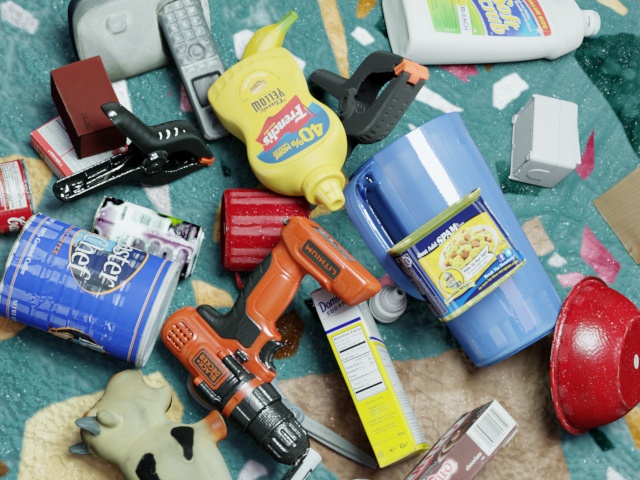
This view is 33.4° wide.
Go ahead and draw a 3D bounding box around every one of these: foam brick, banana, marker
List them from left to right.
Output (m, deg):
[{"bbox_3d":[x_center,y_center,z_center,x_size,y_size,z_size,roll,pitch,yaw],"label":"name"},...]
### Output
[{"bbox_3d":[-0.226,-0.129,1.041,0.053,0.051,0.078,-20,75,-19],"label":"foam brick"},{"bbox_3d":[-0.052,-0.147,1.120,0.037,0.070,0.198,17,63,-51],"label":"banana"},{"bbox_3d":[-0.041,0.247,1.002,0.020,0.020,0.121,39,66,2],"label":"marker"}]

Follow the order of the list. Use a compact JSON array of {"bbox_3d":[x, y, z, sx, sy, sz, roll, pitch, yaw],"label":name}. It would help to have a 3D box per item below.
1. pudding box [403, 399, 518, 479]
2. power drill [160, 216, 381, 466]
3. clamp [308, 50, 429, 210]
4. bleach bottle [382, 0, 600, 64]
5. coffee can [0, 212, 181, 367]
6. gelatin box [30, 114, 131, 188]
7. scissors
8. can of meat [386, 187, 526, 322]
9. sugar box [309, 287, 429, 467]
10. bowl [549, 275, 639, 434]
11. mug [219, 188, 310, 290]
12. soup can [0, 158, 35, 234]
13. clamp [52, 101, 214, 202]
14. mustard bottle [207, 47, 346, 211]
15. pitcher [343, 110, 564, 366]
[{"bbox_3d":[0.128,0.209,1.020,0.113,0.090,0.039,-41,86,-24],"label":"pudding box"},{"bbox_3d":[-0.033,0.086,0.976,0.184,0.057,0.188,44,97,14],"label":"power drill"},{"bbox_3d":[0.035,-0.139,1.070,0.036,0.210,0.164,16,60,-27],"label":"clamp"},{"bbox_3d":[0.202,-0.254,1.222,0.250,0.068,0.102,-5,72,-18],"label":"bleach bottle"},{"bbox_3d":[-0.211,0.045,0.982,0.140,0.103,0.102,20,67,-2],"label":"coffee can"},{"bbox_3d":[-0.234,-0.098,1.073,0.089,0.030,0.073,-38,82,-23],"label":"gelatin box"},{"bbox_3d":[-0.030,0.150,1.042,0.201,0.016,0.096,17,67,-8],"label":"scissors"},{"bbox_3d":[0.128,0.014,0.989,0.102,0.057,0.084,-35,90,-7],"label":"can of meat"},{"bbox_3d":[0.047,0.127,1.026,0.048,0.093,0.176,-26,76,6],"label":"sugar box"},{"bbox_3d":[0.288,0.117,1.061,0.161,0.055,0.162,-8,100,-52],"label":"bowl"},{"bbox_3d":[-0.057,0.001,1.057,0.081,0.093,0.117,0,106,-9],"label":"mug"},{"bbox_3d":[-0.325,-0.036,1.007,0.102,0.069,0.068,-11,74,-17],"label":"soup can"},{"bbox_3d":[-0.168,-0.091,1.034,0.171,0.120,0.039,-16,66,-44],"label":"clamp"},{"bbox_3d":[-0.030,-0.100,1.032,0.096,0.058,0.192,-31,58,-5],"label":"mustard bottle"},{"bbox_3d":[0.135,0.005,1.076,0.149,0.145,0.243,-31,83,4],"label":"pitcher"}]
